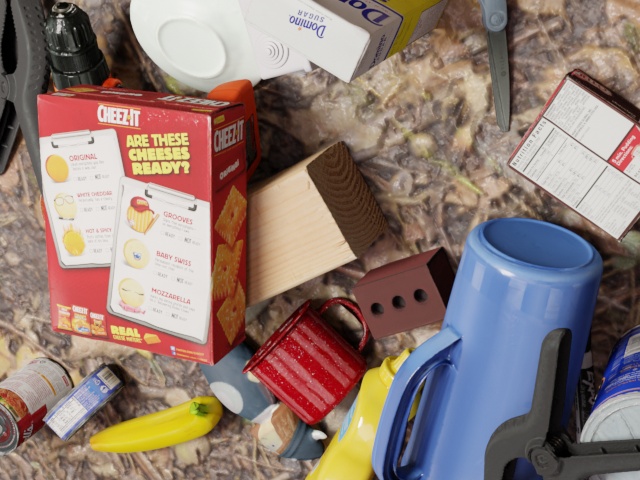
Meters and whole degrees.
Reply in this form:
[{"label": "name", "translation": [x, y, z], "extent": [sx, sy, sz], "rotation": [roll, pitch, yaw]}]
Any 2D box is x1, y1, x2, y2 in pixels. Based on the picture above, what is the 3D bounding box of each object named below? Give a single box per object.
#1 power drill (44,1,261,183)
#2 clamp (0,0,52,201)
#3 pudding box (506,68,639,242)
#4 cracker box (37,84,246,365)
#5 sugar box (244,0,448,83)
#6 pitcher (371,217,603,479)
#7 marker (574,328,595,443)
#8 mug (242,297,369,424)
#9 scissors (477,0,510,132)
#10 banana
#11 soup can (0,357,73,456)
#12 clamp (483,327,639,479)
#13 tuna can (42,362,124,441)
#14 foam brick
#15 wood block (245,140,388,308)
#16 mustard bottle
[{"label": "power drill", "translation": [-0.150, -0.120, 0.949], "extent": [0.188, 0.057, 0.184], "rotation": [14, 139, 19]}, {"label": "clamp", "translation": [-0.292, -0.143, 1.025], "extent": [0.165, 0.036, 0.210], "rotation": [9, 103, 49]}, {"label": "pudding box", "translation": [0.218, -0.067, 0.843], "extent": [0.113, 0.039, 0.090], "rotation": [37, 120, 9]}, {"label": "cracker box", "translation": [-0.147, -0.016, 0.901], "extent": [0.164, 0.072, 0.214], "rotation": [9, 110, 21]}, {"label": "sugar box", "translation": [0.027, -0.179, 0.804], "extent": [0.093, 0.176, 0.048], "rotation": [32, 121, 11]}, {"label": "pitcher", "translation": [0.142, 0.109, 0.875], "extent": [0.145, 0.149, 0.243], "rotation": [17, 117, 18]}, {"label": "marker", "translation": [0.228, 0.124, 0.922], "extent": [0.020, 0.020, 0.121], "rotation": [0, 109, 24]}, {"label": "mug", "translation": [-0.004, 0.106, 0.987], "extent": [0.081, 0.093, 0.117], "rotation": [43, 84, -2]}, {"label": "scissors", "translation": [0.119, -0.182, 0.833], "extent": [0.096, 0.016, 0.202], "rotation": [1, 113, -13]}, {"label": "banana", "translation": [-0.158, 0.187, 1.091], "extent": [0.198, 0.069, 0.037], "rotation": [-27, 55, 42]}, {"label": "soup can", "translation": [-0.319, 0.175, 1.135], "extent": [0.069, 0.102, 0.068], "rotation": [8, 112, 21]}, {"label": "clamp", "translation": [0.168, 0.144, 0.789], "extent": [0.172, 0.039, 0.120], "rotation": [-45, 71, 38]}, {"label": "tuna can", "translation": [-0.245, 0.168, 1.110], "extent": [0.034, 0.086, 0.086], "rotation": [46, 120, 0]}, {"label": "foam brick", "translation": [0.077, 0.046, 0.940], "extent": [0.078, 0.051, 0.053], "rotation": [-20, 100, 29]}, {"label": "wood block", "translation": [-0.057, 0.001, 0.961], "extent": [0.206, 0.090, 0.091], "rotation": [-25, 99, 29]}, {"label": "mustard bottle", "translation": [0.045, 0.174, 0.977], "extent": [0.058, 0.096, 0.192], "rotation": [31, 118, 8]}]
